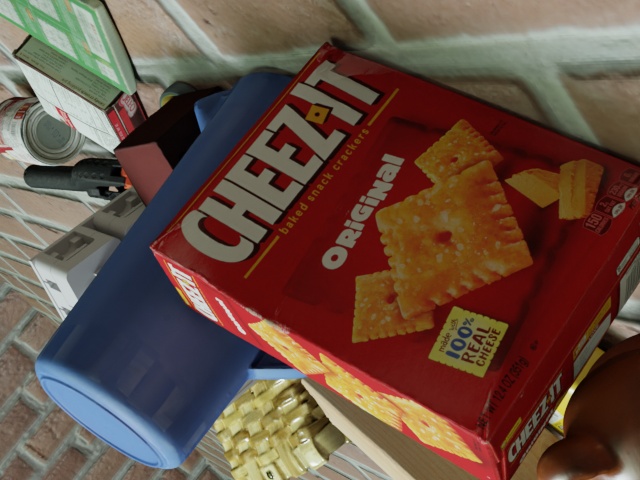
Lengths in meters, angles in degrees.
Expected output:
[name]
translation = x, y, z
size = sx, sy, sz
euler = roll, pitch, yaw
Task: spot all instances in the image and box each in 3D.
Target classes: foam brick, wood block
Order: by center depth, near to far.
[foam brick]
translation = -0.100, -0.068, 0.773
size = 0.051, 0.078, 0.053
euler = -3, 126, 42
[wood block]
translation = 0.094, 0.149, 0.790
size = 0.206, 0.090, 0.090
euler = 37, 166, 37

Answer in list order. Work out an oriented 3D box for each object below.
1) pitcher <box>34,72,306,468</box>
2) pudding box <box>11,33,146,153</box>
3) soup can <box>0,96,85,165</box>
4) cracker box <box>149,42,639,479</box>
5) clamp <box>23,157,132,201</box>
[pitcher]
translation = -0.057, 0.024, 0.678
size = 0.149, 0.242, 0.145
euler = 4, 141, 50
[pudding box]
translation = -0.205, -0.125, 0.932
size = 0.114, 0.039, 0.090
euler = 30, 160, 18
[soup can]
translation = -0.286, -0.111, 1.074
size = 0.068, 0.068, 0.102
euler = 48, 160, -29
[cracker box]
translation = 0.044, 0.002, 0.554
size = 0.214, 0.164, 0.072
euler = 28, 158, 29
[clamp]
translation = -0.216, -0.058, 1.096
size = 0.120, 0.039, 0.172
euler = 8, 177, -41
